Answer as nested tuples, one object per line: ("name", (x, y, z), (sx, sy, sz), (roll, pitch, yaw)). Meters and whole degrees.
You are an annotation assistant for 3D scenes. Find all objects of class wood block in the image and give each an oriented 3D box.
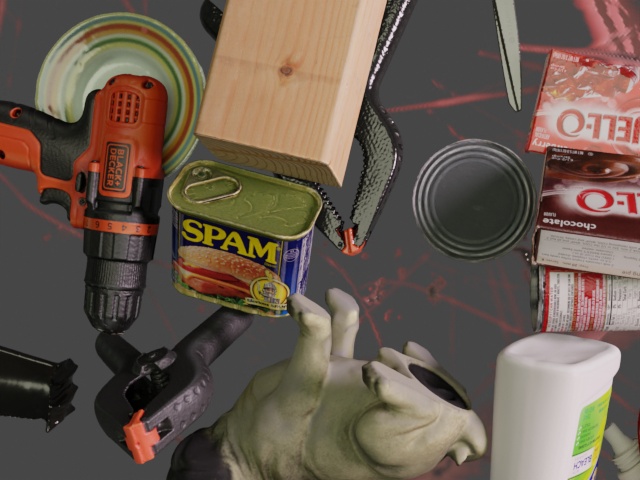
("wood block", (-0.009, -0.151, 0.707), (0.091, 0.090, 0.206), (13, 85, 9))

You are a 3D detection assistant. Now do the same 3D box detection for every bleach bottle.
("bleach bottle", (0.150, 0.195, 0.728), (0.068, 0.102, 0.251), (9, 100, 32))

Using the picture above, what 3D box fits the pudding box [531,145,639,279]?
("pudding box", (0.198, -0.017, 0.696), (0.113, 0.090, 0.039), (6, 130, 13))

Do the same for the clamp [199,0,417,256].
("clamp", (-0.003, -0.093, 0.765), (0.164, 0.036, 0.210), (-3, 86, 9))

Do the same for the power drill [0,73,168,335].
("power drill", (-0.204, -0.034, 0.764), (0.188, 0.057, 0.184), (8, 92, 8))

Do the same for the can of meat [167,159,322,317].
("can of meat", (-0.055, 0.001, 0.744), (0.102, 0.057, 0.084), (15, 132, 8))

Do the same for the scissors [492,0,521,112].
("scissors", (0.109, -0.197, 0.760), (0.096, 0.016, 0.202), (8, 92, 9))

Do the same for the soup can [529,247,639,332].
("soup can", (0.197, 0.030, 0.725), (0.102, 0.068, 0.068), (0, 91, 7))

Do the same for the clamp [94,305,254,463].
("clamp", (-0.099, 0.088, 0.724), (0.120, 0.171, 0.039), (-23, 114, 1))

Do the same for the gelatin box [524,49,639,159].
("gelatin box", (0.194, -0.087, 0.743), (0.089, 0.030, 0.073), (14, 92, 7))

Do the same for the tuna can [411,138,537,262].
("tuna can", (0.108, -0.027, 0.753), (0.086, 0.033, 0.086), (0, 91, 7))
